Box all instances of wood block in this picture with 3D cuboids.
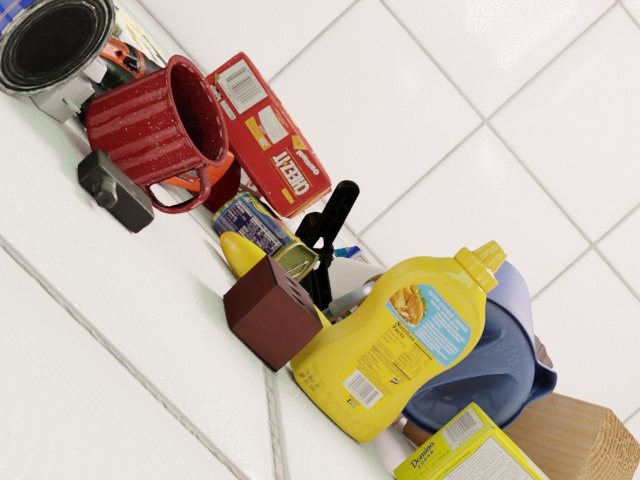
[{"bbox_3d":[0.196,0.198,1.054,0.206,0.090,0.090,11,-25,46],"label":"wood block"}]

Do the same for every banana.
[{"bbox_3d":[-0.025,0.068,0.971,0.198,0.037,0.070,49,-13,0],"label":"banana"}]

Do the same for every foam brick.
[{"bbox_3d":[-0.038,0.055,0.827,0.053,0.051,0.078,46,5,-19],"label":"foam brick"}]

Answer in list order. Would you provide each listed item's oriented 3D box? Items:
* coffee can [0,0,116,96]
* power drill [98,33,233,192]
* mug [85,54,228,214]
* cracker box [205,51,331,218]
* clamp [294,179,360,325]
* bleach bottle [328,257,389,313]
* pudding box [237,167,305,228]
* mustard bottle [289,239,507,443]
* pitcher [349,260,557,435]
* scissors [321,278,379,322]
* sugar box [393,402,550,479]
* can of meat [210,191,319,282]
[{"bbox_3d":[-0.230,-0.190,0.775,0.140,0.103,0.102,49,5,17],"label":"coffee can"},{"bbox_3d":[-0.170,-0.131,1.061,0.188,0.057,0.184,47,14,22],"label":"power drill"},{"bbox_3d":[-0.126,-0.077,0.841,0.117,0.082,0.093,70,18,-3],"label":"mug"},{"bbox_3d":[-0.059,-0.106,1.170,0.164,0.072,0.213,55,0,0],"label":"cracker box"},{"bbox_3d":[-0.006,0.025,1.192,0.036,0.164,0.210,11,-7,-14],"label":"clamp"},{"bbox_3d":[0.116,0.081,1.293,0.251,0.068,0.102,11,-25,45],"label":"bleach bottle"},{"bbox_3d":[-0.081,-0.061,1.378,0.090,0.039,0.113,30,-4,28],"label":"pudding box"},{"bbox_3d":[0.073,0.069,0.859,0.096,0.191,0.058,46,5,-19],"label":"mustard bottle"},{"bbox_3d":[0.131,0.082,1.011,0.149,0.145,0.242,54,16,-1],"label":"pitcher"},{"bbox_3d":[0.043,0.058,1.101,0.016,0.096,0.201,60,22,6],"label":"scissors"},{"bbox_3d":[0.152,0.225,0.907,0.176,0.093,0.048,46,6,-29],"label":"sugar box"},{"bbox_3d":[-0.057,0.001,1.092,0.084,0.057,0.102,46,3,18],"label":"can of meat"}]
